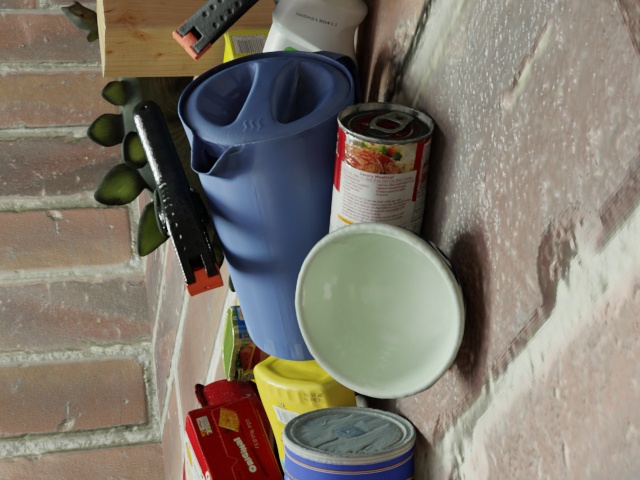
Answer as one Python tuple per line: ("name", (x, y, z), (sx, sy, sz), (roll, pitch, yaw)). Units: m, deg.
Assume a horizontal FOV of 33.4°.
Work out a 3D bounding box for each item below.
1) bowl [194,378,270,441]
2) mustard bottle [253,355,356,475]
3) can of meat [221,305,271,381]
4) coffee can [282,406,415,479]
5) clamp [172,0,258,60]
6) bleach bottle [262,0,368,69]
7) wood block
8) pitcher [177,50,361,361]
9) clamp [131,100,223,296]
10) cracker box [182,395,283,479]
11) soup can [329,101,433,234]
("bowl", (-0.073, 0.212, 1.219), (0.162, 0.055, 0.162), (51, -179, -1))
("mustard bottle", (0.003, 0.193, 0.940), (0.096, 0.058, 0.191), (8, 120, 44))
("can of meat", (-0.063, 0.112, 1.187), (0.102, 0.083, 0.057), (103, 159, -47))
("coffee can", (0.022, 0.214, 0.835), (0.103, 0.102, 0.140), (-142, 50, -71))
("clamp", (-0.036, -0.227, 0.871), (0.036, 0.210, 0.164), (47, 177, -10))
("bleach bottle", (-0.008, -0.127, 0.930), (0.068, 0.102, 0.251), (-90, 15, -55))
("wood block", (-0.122, -0.229, 1.100), (0.090, 0.206, 0.091), (114, 149, -62))
("pitcher", (-0.020, -0.027, 0.871), (0.145, 0.149, 0.243), (-108, 7, -52))
("clamp", (-0.113, -0.031, 0.846), (0.120, 0.039, 0.171), (64, 179, -40))
("cracker box", (-0.078, 0.273, 1.043), (0.214, 0.072, 0.164), (103, 147, -55))
("soup can", (0.043, -0.040, 0.771), (0.068, 0.068, 0.102), (-115, 25, -56))
